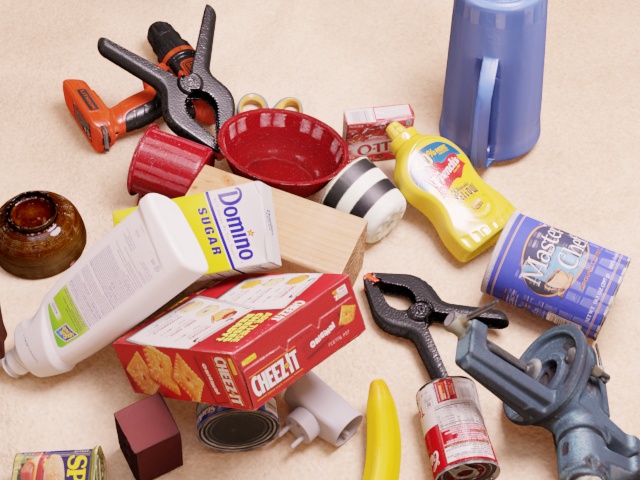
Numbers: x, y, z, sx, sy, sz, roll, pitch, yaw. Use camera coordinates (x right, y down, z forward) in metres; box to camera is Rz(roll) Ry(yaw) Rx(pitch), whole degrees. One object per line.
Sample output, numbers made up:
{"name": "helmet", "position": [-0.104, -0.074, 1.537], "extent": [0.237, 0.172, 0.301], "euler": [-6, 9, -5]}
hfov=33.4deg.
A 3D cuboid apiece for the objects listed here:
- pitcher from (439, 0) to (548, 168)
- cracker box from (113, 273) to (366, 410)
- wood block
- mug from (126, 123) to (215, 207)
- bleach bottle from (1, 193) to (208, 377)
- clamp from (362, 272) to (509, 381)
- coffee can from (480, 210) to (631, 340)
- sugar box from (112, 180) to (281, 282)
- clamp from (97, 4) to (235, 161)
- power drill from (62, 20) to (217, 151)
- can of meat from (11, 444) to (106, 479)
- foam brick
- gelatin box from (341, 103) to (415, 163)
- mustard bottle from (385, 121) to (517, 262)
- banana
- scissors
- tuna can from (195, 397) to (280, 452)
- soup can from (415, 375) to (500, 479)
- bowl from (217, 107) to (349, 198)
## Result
{"name": "pitcher", "position": [0.215, -0.217, 1.318], "extent": [0.144, 0.243, 0.149], "euler": [-24, 51, -16]}
{"name": "cracker box", "position": [-0.085, 0.099, 1.091], "extent": [0.163, 0.072, 0.214], "euler": [-33, 20, -37]}
{"name": "wood block", "position": [-0.058, 0.002, 1.236], "extent": [0.206, 0.091, 0.090], "euler": [19, 54, 12]}
{"name": "mug", "position": [-0.183, -0.074, 1.299], "extent": [0.081, 0.093, 0.117], "euler": [19, 85, 6]}
{"name": "bleach bottle", "position": [-0.242, 0.061, 1.132], "extent": [0.251, 0.068, 0.102], "euler": [-35, 69, 15]}
{"name": "clamp", "position": [0.125, 0.084, 1.213], "extent": [0.120, 0.039, 0.172], "euler": [-33, 60, -26]}
{"name": "coffee can", "position": [0.266, 0.039, 1.213], "extent": [0.140, 0.103, 0.102], "euler": [24, 55, 15]}
{"name": "sugar box", "position": [-0.136, -0.002, 1.162], "extent": [0.176, 0.048, 0.093], "euler": [-12, 78, 17]}
{"name": "clamp", "position": [-0.178, -0.193, 1.345], "extent": [0.164, 0.036, 0.210], "euler": [-17, 75, -20]}
{"name": "power drill", "position": [-0.238, -0.205, 1.406], "extent": [0.187, 0.057, 0.184], "euler": [-25, 59, -20]}
{"name": "can of meat", "position": [-0.260, 0.256, 1.055], "extent": [0.084, 0.057, 0.102], "euler": [-3, 52, -1]}
{"name": "foam brick", "position": [-0.174, 0.203, 1.085], "extent": [0.051, 0.078, 0.053], "euler": [-22, 57, -20]}
{"name": "gelatin box", "position": [0.072, -0.135, 1.356], "extent": [0.089, 0.073, 0.030], "euler": [-7, 52, -8]}
{"name": "mustard bottle", "position": [0.146, -0.071, 1.295], "extent": [0.096, 0.058, 0.192], "euler": [-33, 74, -25]}
{"name": "banana", "position": [0.053, 0.235, 1.081], "extent": [0.037, 0.069, 0.197], "euler": [-12, 40, 33]}
{"name": "scissors", "position": [-0.093, -0.125, 1.376], "extent": [0.096, 0.016, 0.201], "euler": [27, 55, 13]}
{"name": "tuna can", "position": [-0.085, 0.183, 1.099], "extent": [0.086, 0.086, 0.034], "euler": [-4, 51, -6]}
{"name": "soup can", "position": [0.141, 0.200, 1.107], "extent": [0.068, 0.068, 0.102], "euler": [-6, 53, -7]}
{"name": "bowl", "position": [-0.049, -0.096, 1.307], "extent": [0.162, 0.055, 0.162], "euler": [8, 38, -6]}
